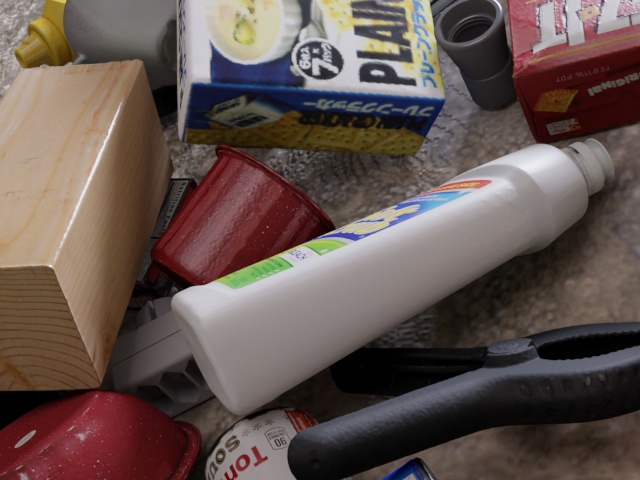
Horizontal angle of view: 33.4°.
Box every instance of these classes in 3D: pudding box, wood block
[{"bbox_3d":[-0.141,0.001,0.743,0.114,0.039,0.090,3,55,29],"label":"pudding box"},{"bbox_3d":[-0.160,-0.016,0.640,0.090,0.091,0.206,-3,39,9],"label":"wood block"}]

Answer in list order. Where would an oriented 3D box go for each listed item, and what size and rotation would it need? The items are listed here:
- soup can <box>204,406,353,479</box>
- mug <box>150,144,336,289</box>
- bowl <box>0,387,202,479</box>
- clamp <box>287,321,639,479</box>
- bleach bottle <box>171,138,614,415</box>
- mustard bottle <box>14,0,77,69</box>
[{"bbox_3d":[-0.010,0.142,0.537,0.068,0.068,0.102,-36,46,0],"label":"soup can"},{"bbox_3d":[-0.054,0.001,0.668,0.081,0.093,0.117,-54,17,-10],"label":"mug"},{"bbox_3d":[-0.147,0.129,0.581,0.162,0.055,0.162,-29,14,7],"label":"bowl"},{"bbox_3d":[0.087,0.071,0.511,0.210,0.036,0.164,-9,8,16],"label":"clamp"},{"bbox_3d":[0.047,0.008,0.588,0.250,0.068,0.103,-26,8,-12],"label":"bleach bottle"},{"bbox_3d":[-0.162,-0.192,0.860,0.191,0.058,0.096,-38,41,-23],"label":"mustard bottle"}]
